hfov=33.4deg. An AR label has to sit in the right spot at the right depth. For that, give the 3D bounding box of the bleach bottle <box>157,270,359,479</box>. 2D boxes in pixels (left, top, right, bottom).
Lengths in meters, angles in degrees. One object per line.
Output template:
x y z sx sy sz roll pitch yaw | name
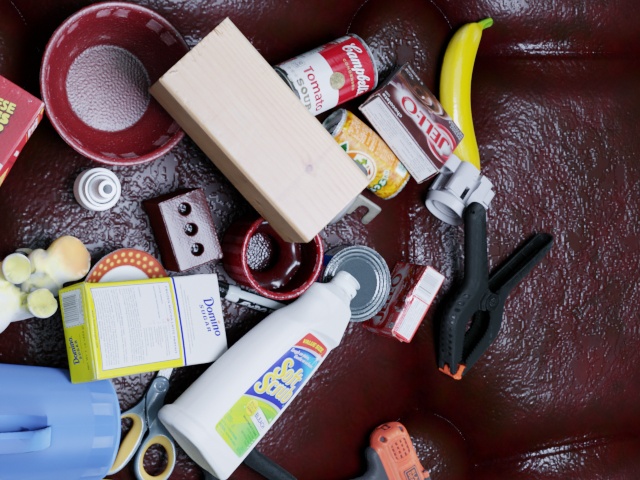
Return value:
-0.050 0.123 1.109 0.250 0.068 0.102 -47 137 -20 | bleach bottle

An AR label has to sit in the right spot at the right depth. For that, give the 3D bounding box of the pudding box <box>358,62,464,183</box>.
0.104 -0.132 1.200 0.113 0.039 0.089 49 40 -9 | pudding box

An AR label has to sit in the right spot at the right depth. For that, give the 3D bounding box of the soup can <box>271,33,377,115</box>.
0.002 -0.176 1.161 0.102 0.069 0.068 -27 103 -22 | soup can

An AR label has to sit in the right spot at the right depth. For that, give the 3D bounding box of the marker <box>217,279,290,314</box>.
-0.074 0.065 1.162 0.121 0.020 0.020 21 83 -25 | marker

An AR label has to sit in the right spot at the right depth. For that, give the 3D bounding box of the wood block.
-0.061 -0.102 1.035 0.090 0.090 0.206 -44 102 -11 | wood block

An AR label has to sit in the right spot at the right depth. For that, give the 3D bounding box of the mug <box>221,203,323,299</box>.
-0.057 0.001 1.133 0.093 0.082 0.117 -13 98 -25 | mug

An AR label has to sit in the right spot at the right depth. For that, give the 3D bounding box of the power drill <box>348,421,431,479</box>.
0.051 0.325 1.215 0.187 0.057 0.184 -27 100 -25 | power drill

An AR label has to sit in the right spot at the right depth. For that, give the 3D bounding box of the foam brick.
-0.142 -0.012 1.108 0.052 0.051 0.078 -21 101 -24 | foam brick

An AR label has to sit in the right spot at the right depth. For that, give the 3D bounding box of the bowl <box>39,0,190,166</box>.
-0.205 -0.155 1.069 0.161 0.055 0.162 -1 93 -26 | bowl

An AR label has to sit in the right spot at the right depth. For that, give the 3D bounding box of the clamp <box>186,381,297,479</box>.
-0.091 0.229 1.151 0.120 0.039 0.171 -17 99 -26 | clamp

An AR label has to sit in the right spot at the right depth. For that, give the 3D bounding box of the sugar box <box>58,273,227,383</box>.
-0.171 0.084 1.058 0.175 0.048 0.093 -1 80 -53 | sugar box

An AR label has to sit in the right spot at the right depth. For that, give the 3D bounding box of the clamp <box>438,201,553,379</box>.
0.186 0.060 1.258 0.164 0.036 0.210 28 89 -43 | clamp

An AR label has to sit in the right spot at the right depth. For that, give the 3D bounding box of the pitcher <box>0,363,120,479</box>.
-0.308 0.173 0.977 0.242 0.149 0.145 6 130 -34 | pitcher

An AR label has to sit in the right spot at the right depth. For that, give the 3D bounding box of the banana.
0.170 -0.173 1.258 0.069 0.037 0.198 7 89 -24 | banana

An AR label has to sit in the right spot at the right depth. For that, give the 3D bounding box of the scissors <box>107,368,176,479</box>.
-0.159 0.172 1.123 0.096 0.016 0.201 42 74 -10 | scissors

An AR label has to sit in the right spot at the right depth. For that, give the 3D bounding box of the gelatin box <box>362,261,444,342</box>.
0.093 0.069 1.213 0.030 0.073 0.089 34 79 -22 | gelatin box

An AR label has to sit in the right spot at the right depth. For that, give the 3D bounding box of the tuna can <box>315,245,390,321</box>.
0.034 0.048 1.205 0.086 0.034 0.086 -1 93 -26 | tuna can
